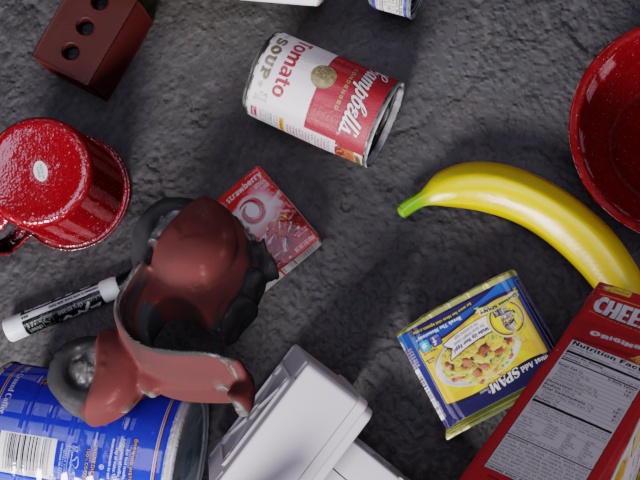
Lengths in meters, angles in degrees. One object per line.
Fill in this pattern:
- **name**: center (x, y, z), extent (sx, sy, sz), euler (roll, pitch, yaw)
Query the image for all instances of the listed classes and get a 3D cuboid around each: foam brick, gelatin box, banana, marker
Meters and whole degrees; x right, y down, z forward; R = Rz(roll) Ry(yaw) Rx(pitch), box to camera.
- **foam brick**: center (-0.173, -0.156, 0.819), extent (0.053, 0.051, 0.078), euler (27, 85, 9)
- **gelatin box**: center (-0.055, 0.001, 0.795), extent (0.089, 0.030, 0.073), euler (-40, 80, -1)
- **banana**: center (0.157, -0.008, 0.772), extent (0.198, 0.037, 0.070), euler (26, 97, 9)
- **marker**: center (-0.181, 0.046, 0.807), extent (0.121, 0.020, 0.020), euler (-22, 80, 2)

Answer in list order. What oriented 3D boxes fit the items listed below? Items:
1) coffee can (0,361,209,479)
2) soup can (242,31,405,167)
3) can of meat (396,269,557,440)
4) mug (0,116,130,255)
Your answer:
- **coffee can**: center (-0.158, 0.145, 0.748), extent (0.140, 0.103, 0.103), euler (8, 83, 7)
- **soup can**: center (0.002, -0.105, 0.785), extent (0.102, 0.068, 0.068), euler (25, 85, 9)
- **can of meat**: center (0.114, 0.080, 0.753), extent (0.102, 0.057, 0.084), euler (-28, 78, 1)
- **mug**: center (-0.205, -0.035, 0.789), extent (0.117, 0.081, 0.093), euler (-43, 80, -1)
